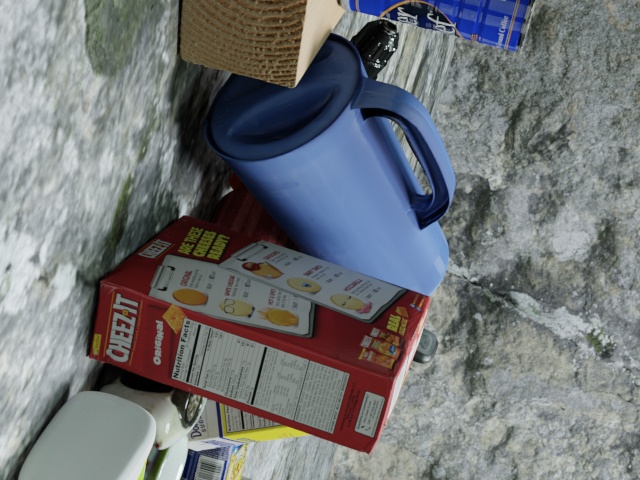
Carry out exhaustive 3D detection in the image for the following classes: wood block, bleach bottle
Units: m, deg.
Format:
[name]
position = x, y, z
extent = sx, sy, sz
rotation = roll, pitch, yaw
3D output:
[wood block]
position = -0.025, -0.208, 0.802
extent = 0.206, 0.090, 0.091
rotation = -64, 167, -51
[bleach bottle]
position = -0.169, 0.229, 0.762
extent = 0.102, 0.068, 0.251
rotation = -60, 166, -50

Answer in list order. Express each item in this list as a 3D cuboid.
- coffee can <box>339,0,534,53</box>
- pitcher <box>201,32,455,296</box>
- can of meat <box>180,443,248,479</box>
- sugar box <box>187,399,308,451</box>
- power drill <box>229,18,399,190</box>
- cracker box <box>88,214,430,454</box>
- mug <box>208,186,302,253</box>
[coffee can]
position = 0.095, -0.206, 0.797
extent = 0.102, 0.140, 0.103
rotation = 17, 89, -82
[pitcher]
position = 0.027, -0.043, 0.875
extent = 0.145, 0.149, 0.242
rotation = -36, 133, 0
[can of meat]
position = -0.113, 0.238, 1.148
extent = 0.102, 0.057, 0.084
rotation = 33, 71, -82
[sugar box]
position = -0.048, 0.174, 1.053
extent = 0.093, 0.176, 0.048
rotation = 70, 9, -74
[power drill]
position = -0.004, -0.117, 1.021
extent = 0.185, 0.057, 0.187
rotation = -48, -175, 38
[cracker box]
position = -0.038, 0.064, 0.789
extent = 0.164, 0.214, 0.072
rotation = -51, 157, -68
[mug]
position = -0.053, 0.012, 0.948
extent = 0.093, 0.117, 0.081
rotation = -56, -168, 43
